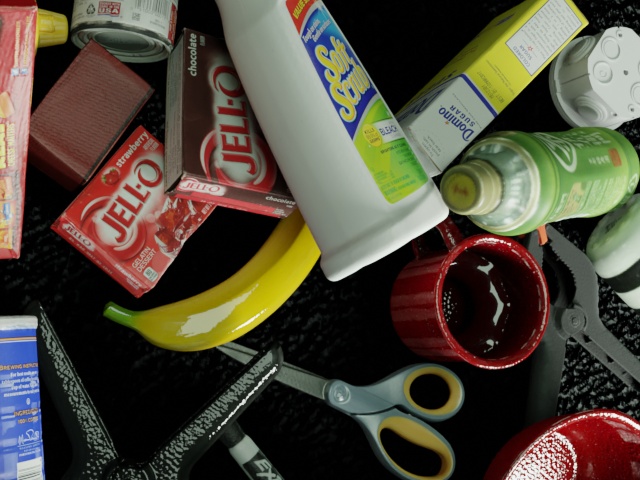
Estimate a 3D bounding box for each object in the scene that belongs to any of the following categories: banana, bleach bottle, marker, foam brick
[{"bbox_3d":[-0.048,0.018,0.725,0.197,0.037,0.069,-36,99,-23],"label":"banana"},{"bbox_3d":[-0.013,-0.105,0.683,0.251,0.068,0.102,61,33,1],"label":"bleach bottle"},{"bbox_3d":[-0.038,0.160,0.722,0.020,0.020,0.121,-41,100,-23],"label":"marker"},{"bbox_3d":[-0.153,-0.078,0.683,0.051,0.053,0.078,38,69,-15],"label":"foam brick"}]

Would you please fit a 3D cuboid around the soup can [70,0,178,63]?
[{"bbox_3d":[-0.124,-0.175,0.699,0.068,0.069,0.102,9,80,-23],"label":"soup can"}]

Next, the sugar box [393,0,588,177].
[{"bbox_3d":[0.107,-0.110,0.779,0.176,0.093,0.048,-42,99,-23],"label":"sugar box"}]

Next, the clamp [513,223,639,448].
[{"bbox_3d":[0.180,0.071,0.820,0.120,0.039,0.171,-31,97,-27],"label":"clamp"}]

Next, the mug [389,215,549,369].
[{"bbox_3d":[0.097,0.035,0.763,0.093,0.082,0.117,-29,96,-24],"label":"mug"}]

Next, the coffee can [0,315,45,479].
[{"bbox_3d":[-0.209,0.116,0.606,0.102,0.103,0.140,-3,85,-24],"label":"coffee can"}]

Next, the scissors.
[{"bbox_3d":[0.027,0.097,0.761,0.201,0.016,0.096,40,68,-14],"label":"scissors"}]

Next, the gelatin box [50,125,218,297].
[{"bbox_3d":[-0.118,-0.019,0.693,0.073,0.030,0.089,42,57,-11],"label":"gelatin box"}]

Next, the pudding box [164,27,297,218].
[{"bbox_3d":[-0.057,-0.077,0.713,0.089,0.039,0.113,11,61,-29],"label":"pudding box"}]

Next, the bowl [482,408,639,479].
[{"bbox_3d":[0.169,0.189,0.775,0.161,0.055,0.162,-8,107,-26],"label":"bowl"}]

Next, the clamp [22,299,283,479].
[{"bbox_3d":[-0.128,0.142,0.666,0.164,0.036,0.210,17,86,-6],"label":"clamp"}]
